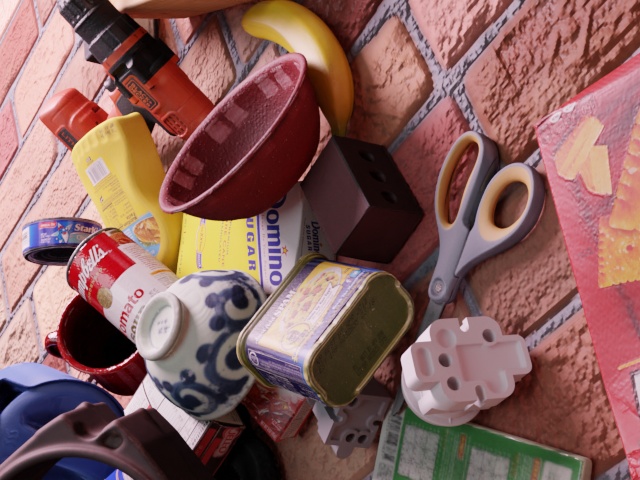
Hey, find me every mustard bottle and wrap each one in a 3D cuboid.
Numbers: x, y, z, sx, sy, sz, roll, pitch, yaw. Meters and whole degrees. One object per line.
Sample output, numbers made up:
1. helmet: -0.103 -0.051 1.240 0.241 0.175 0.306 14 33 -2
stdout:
1. mustard bottle: -0.162 -0.015 0.993 0.096 0.058 0.191 -30 84 45

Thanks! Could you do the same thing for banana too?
1. banana: -0.018 -0.156 0.883 0.070 0.037 0.198 -56 44 27

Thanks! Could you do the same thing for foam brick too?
1. foam brick: 0.029 -0.030 0.783 0.051 0.052 0.078 -54 45 31

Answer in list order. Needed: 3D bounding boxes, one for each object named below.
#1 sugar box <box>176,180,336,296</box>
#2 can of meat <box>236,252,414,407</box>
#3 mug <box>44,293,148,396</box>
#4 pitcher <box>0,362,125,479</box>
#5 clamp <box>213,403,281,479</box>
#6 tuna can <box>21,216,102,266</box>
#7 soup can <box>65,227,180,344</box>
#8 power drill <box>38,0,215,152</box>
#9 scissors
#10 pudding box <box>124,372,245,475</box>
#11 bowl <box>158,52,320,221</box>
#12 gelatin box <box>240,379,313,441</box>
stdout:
1. sugar box: -0.056 0.001 0.895 0.177 0.048 0.093 -3 81 54
2. can of meat: 0.004 0.061 0.740 0.102 0.057 0.084 -51 31 -19
3. mug: -0.198 0.097 0.995 0.117 0.081 0.093 -8 61 8
4. pitcher: -0.268 0.195 1.053 0.243 0.144 0.149 -178 90 -67
5. clamp: -0.075 0.173 0.893 0.165 0.036 0.210 -58 43 22
6. tuna can: -0.279 0.002 1.153 0.086 0.085 0.034 -22 67 49
7. soup can: -0.163 0.044 0.927 0.102 0.068 0.069 37 114 25
8. power drill: -0.207 -0.146 1.039 0.188 0.184 0.057 -28 19 54
9. scissors: 0.097 0.027 0.708 0.096 0.016 0.202 9 89 51
10. pudding box: -0.115 0.149 0.889 0.090 0.039 0.114 -56 42 18
11. bowl: -0.052 -0.069 0.830 0.162 0.055 0.162 -38 26 22
12. gelatin box: -0.039 0.101 0.841 0.089 0.030 0.073 43 114 27
